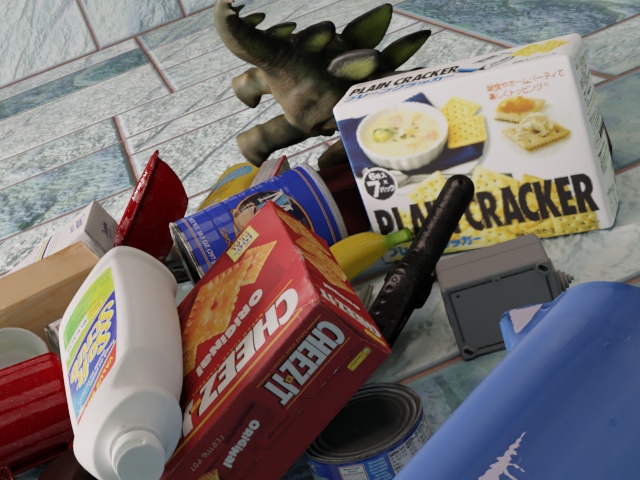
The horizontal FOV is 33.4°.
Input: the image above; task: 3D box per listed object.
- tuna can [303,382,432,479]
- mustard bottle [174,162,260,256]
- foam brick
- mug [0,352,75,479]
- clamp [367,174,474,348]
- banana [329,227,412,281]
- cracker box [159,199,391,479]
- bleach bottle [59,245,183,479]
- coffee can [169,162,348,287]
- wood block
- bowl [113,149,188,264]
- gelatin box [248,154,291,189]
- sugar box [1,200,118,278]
[{"bbox_3d":[0.030,0.132,0.706,0.086,0.034,0.086,-17,22,7],"label":"tuna can"},{"bbox_3d":[-0.097,-0.041,1.193,0.096,0.058,0.191,-36,15,22],"label":"mustard bottle"},{"bbox_3d":[0.022,-0.042,1.105,0.053,0.051,0.078,-14,22,14],"label":"foam brick"},{"bbox_3d":[-0.230,0.147,0.842,0.081,0.093,0.117,-21,51,-15],"label":"mug"},{"bbox_3d":[0.074,0.024,0.840,0.039,0.120,0.171,22,40,12],"label":"clamp"},{"bbox_3d":[-0.002,0.044,0.924,0.197,0.037,0.070,-43,13,-34],"label":"banana"},{"bbox_3d":[-0.050,0.078,0.762,0.164,0.072,0.214,-50,20,8],"label":"cracker box"},{"bbox_3d":[-0.131,0.088,0.733,0.102,0.068,0.251,-54,22,5],"label":"bleach bottle"},{"bbox_3d":[-0.057,0.001,1.001,0.140,0.103,0.103,-25,22,-12],"label":"coffee can"},{"bbox_3d":[-0.295,0.092,1.013,0.205,0.090,0.091,-27,22,-18],"label":"wood block"},{"bbox_3d":[-0.185,-0.014,1.152,0.162,0.055,0.162,-60,14,25],"label":"bowl"},{"bbox_3d":[-0.045,-0.040,1.130,0.030,0.073,0.089,-15,22,15],"label":"gelatin box"},{"bbox_3d":[-0.294,0.039,1.129,0.176,0.048,0.093,-36,20,10],"label":"sugar box"}]
